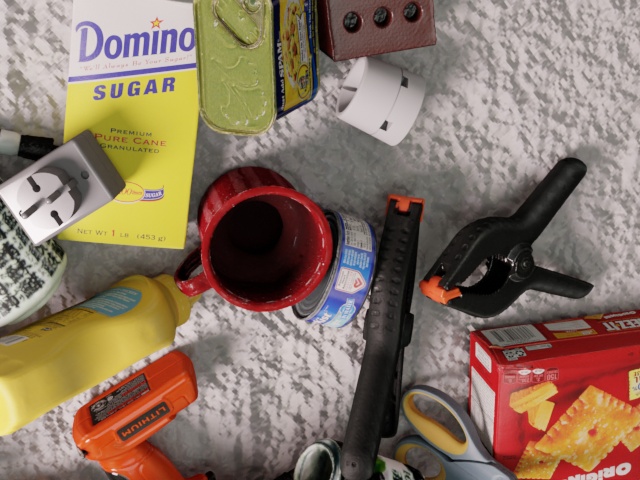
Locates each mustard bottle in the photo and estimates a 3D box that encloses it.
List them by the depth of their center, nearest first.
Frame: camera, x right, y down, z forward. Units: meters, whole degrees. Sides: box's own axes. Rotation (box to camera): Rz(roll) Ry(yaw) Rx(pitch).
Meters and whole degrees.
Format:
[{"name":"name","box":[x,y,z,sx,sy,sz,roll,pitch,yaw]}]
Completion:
[{"name":"mustard bottle","box":[-0.161,0.070,0.755,0.191,0.096,0.058,-27,105,-40]}]

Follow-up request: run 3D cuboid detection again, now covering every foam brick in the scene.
[{"name":"foam brick","box":[0.038,-0.162,0.757,0.078,0.051,0.053,-12,112,-9]}]

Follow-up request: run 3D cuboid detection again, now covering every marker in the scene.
[{"name":"marker","box":[-0.242,-0.072,0.740,0.121,0.020,0.020,10,106,-17]}]

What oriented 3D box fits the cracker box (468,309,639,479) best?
[{"name":"cracker box","box":[0.213,0.174,0.907,0.164,0.072,0.214,-6,111,-11]}]

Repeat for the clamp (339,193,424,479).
[{"name":"clamp","box":[0.049,0.072,0.803,0.036,0.164,0.210,8,99,9]}]

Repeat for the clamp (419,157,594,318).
[{"name":"clamp","box":[0.154,0.020,0.837,0.171,0.039,0.120,-29,112,-22]}]

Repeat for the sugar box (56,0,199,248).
[{"name":"sugar box","box":[-0.132,-0.086,0.746,0.093,0.048,0.176,4,110,-11]}]

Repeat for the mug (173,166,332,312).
[{"name":"mug","box":[-0.055,0.001,0.776,0.117,0.081,0.093,-35,113,0]}]

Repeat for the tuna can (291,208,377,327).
[{"name":"tuna can","box":[0.009,0.021,0.797,0.033,0.086,0.086,16,105,-20]}]

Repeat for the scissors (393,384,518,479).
[{"name":"scissors","box":[0.133,0.201,0.859,0.016,0.202,0.096,-16,144,-50]}]

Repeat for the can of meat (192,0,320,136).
[{"name":"can of meat","box":[-0.040,-0.131,0.725,0.057,0.083,0.102,7,112,22]}]

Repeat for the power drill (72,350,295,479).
[{"name":"power drill","box":[-0.094,0.183,0.844,0.184,0.057,0.187,-31,112,-10]}]
